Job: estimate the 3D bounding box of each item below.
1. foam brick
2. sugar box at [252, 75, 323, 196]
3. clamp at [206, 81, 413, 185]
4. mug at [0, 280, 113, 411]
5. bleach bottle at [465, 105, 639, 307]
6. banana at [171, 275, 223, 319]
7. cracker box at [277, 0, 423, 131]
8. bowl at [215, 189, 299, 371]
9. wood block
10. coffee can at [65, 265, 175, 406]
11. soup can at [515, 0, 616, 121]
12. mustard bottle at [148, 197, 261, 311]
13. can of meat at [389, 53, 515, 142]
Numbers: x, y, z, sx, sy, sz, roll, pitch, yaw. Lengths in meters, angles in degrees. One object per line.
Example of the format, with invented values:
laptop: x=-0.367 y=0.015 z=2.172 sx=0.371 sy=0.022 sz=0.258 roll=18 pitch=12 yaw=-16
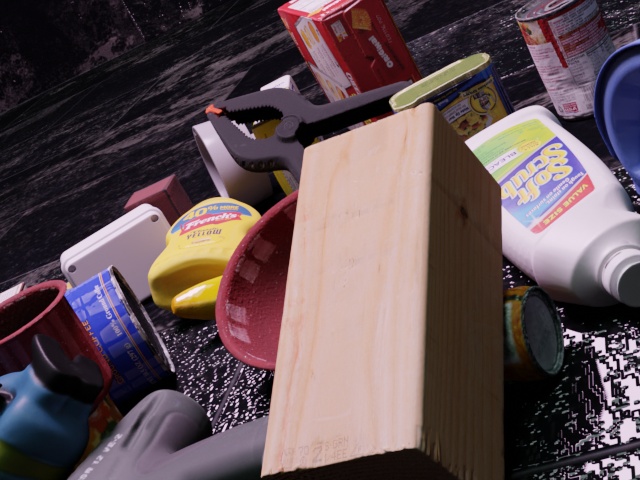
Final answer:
foam brick: x=-0.163 y=-0.021 z=1.138 sx=0.051 sy=0.078 sz=0.053 roll=-25 pitch=18 yaw=13
sugar box: x=-0.032 y=-0.115 z=1.166 sx=0.048 sy=0.093 sz=0.176 roll=-24 pitch=21 yaw=12
clamp: x=-0.015 y=-0.107 z=1.028 sx=0.210 sy=0.036 sz=0.164 roll=24 pitch=70 yaw=32
mug: x=-0.209 y=0.094 z=0.751 sx=0.117 sy=0.081 sz=0.093 roll=-37 pitch=22 yaw=-24
bleach bottle: x=0.165 y=-0.020 z=0.716 sx=0.102 sy=0.068 sz=0.251 roll=-29 pitch=22 yaw=0
banana: x=-0.039 y=0.010 z=0.914 sx=0.197 sy=0.069 sz=0.037 roll=-48 pitch=-8 yaw=-21
cracker box: x=0.041 y=-0.188 z=1.140 sx=0.072 sy=0.164 sz=0.214 roll=-32 pitch=20 yaw=-4
bowl: x=0.005 y=0.033 z=0.761 sx=0.162 sy=0.055 sz=0.162 roll=-22 pitch=45 yaw=23
wood block: x=0.040 y=0.041 z=0.572 sx=0.090 sy=0.090 sz=0.206 roll=-18 pitch=47 yaw=30
coffee can: x=-0.203 y=0.099 z=0.860 sx=0.140 sy=0.103 sz=0.103 roll=-30 pitch=20 yaw=-5
soup can: x=0.221 y=-0.164 z=0.928 sx=0.068 sy=0.102 sz=0.068 roll=-26 pitch=20 yaw=10
mustard bottle: x=-0.101 y=0.003 z=1.016 sx=0.096 sy=0.058 sz=0.191 roll=-11 pitch=21 yaw=6
can of meat: x=0.122 y=-0.108 z=0.952 sx=0.102 sy=0.084 sz=0.057 roll=-28 pitch=20 yaw=4
